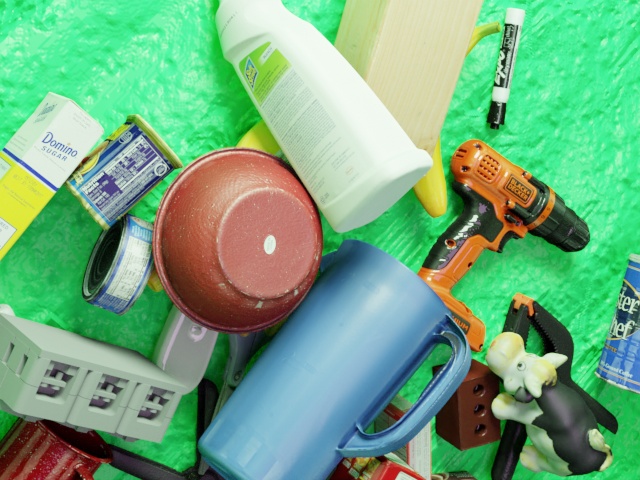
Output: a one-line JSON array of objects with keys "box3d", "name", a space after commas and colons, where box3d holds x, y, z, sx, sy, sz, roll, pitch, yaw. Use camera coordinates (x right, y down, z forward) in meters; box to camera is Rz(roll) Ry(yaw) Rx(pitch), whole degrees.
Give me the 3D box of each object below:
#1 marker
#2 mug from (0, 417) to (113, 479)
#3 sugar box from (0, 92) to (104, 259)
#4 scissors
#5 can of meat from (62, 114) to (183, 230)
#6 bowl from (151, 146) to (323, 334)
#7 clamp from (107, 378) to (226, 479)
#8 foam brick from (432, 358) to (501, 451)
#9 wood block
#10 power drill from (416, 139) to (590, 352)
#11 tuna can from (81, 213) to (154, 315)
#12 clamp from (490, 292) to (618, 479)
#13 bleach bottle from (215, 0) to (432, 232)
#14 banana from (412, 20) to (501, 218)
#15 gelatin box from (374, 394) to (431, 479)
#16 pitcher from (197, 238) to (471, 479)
[{"box3d": [0.186, -0.172, 1.075, 0.020, 0.020, 0.121, 5, 99, -25], "name": "marker"}, {"box3d": [-0.234, 0.200, 0.919, 0.081, 0.117, 0.093, -52, 143, -1], "name": "mug"}, {"box3d": [-0.252, -0.039, 0.869, 0.048, 0.093, 0.176, 43, 83, -25], "name": "sugar box"}, {"box3d": [-0.068, 0.117, 1.007, 0.096, 0.016, 0.202, -5, 107, -51], "name": "scissors"}, {"box3d": [-0.170, -0.057, 0.897, 0.084, 0.102, 0.057, -43, 105, -7], "name": "can of meat"}, {"box3d": [-0.056, 0.001, 0.892, 0.161, 0.055, 0.162, -1, 93, -29], "name": "bowl"}, {"box3d": [-0.127, 0.228, 1.012, 0.120, 0.039, 0.171, -23, 103, -12], "name": "clamp"}, {"box3d": [0.153, 0.170, 1.114, 0.052, 0.051, 0.078, -11, 105, -22], "name": "foam brick"}, {"box3d": [0.070, -0.173, 0.957, 0.090, 0.090, 0.206, 6, 114, -25], "name": "wood block"}, {"box3d": [0.174, 0.016, 1.090, 0.184, 0.057, 0.187, 33, 84, -22], "name": "power drill"}, {"box3d": [-0.173, 0.019, 0.920, 0.033, 0.086, 0.086, 24, 91, -25], "name": "tuna can"}, {"box3d": [0.248, 0.153, 1.161, 0.164, 0.036, 0.210, -15, 107, -21], "name": "clamp"}, {"box3d": [-0.014, -0.135, 0.907, 0.067, 0.103, 0.251, -20, 72, -47], "name": "bleach bottle"}, {"box3d": [0.113, -0.124, 1.031, 0.037, 0.070, 0.198, 0, 107, -65], "name": "banana"}, {"box3d": [0.084, 0.208, 1.080, 0.030, 0.073, 0.089, -8, 104, -22], "name": "gelatin box"}, {"box3d": [0.010, 0.131, 0.965, 0.145, 0.149, 0.242, 43, 74, -13], "name": "pitcher"}]
